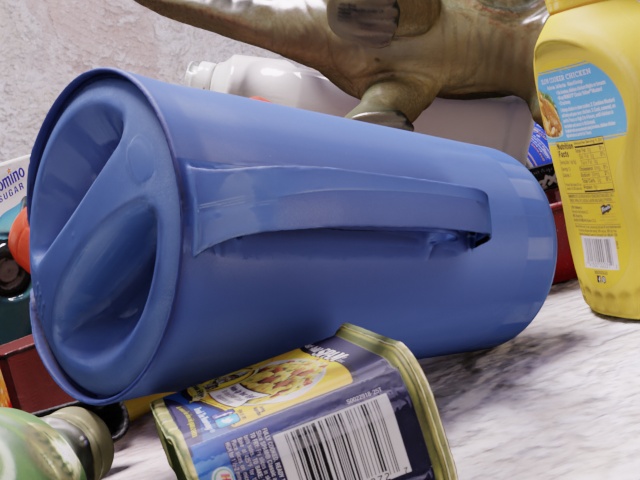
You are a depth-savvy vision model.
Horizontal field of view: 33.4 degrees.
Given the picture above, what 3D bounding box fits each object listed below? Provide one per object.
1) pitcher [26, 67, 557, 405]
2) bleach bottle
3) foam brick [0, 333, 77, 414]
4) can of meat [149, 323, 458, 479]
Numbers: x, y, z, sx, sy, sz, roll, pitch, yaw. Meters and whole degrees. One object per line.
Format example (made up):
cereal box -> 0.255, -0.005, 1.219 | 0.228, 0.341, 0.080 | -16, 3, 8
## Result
pitcher -> 0.003, 0.000, 0.486 | 0.242, 0.145, 0.149 | 2, 35, -40
bleach bottle -> 0.023, -0.092, 0.770 | 0.251, 0.068, 0.102 | 12, 9, 6
foam brick -> -0.179, 0.088, 0.693 | 0.053, 0.051, 0.078 | -11, 7, 43
can of meat -> -0.011, 0.073, 0.379 | 0.083, 0.057, 0.102 | -19, 6, -13
